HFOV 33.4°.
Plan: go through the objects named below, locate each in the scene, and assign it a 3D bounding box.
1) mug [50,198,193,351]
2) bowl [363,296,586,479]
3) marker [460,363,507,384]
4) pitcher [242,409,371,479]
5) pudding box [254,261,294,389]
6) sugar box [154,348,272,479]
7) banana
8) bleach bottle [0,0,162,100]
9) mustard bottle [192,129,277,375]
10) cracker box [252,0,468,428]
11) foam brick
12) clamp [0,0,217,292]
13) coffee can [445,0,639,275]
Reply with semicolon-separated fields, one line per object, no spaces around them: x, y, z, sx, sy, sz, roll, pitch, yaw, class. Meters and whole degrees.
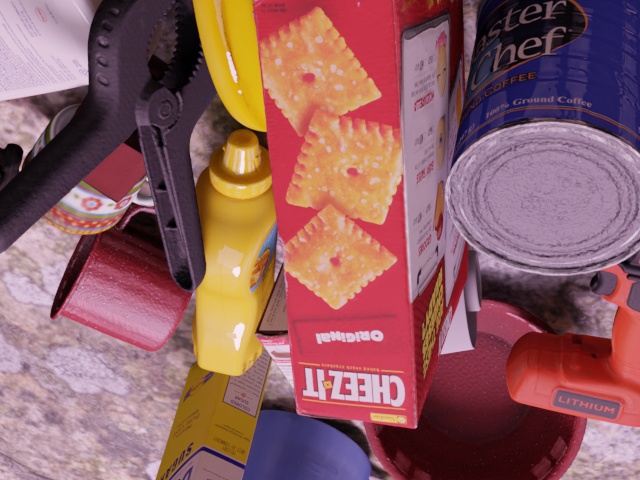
-0.136;0.022;0.782;0.081;0.093;0.117;26;111;-18;mug
0.113;0.115;0.787;0.162;0.055;0.162;2;99;9;bowl
0.145;0.103;0.823;0.121;0.020;0.020;-3;135;20;marker
-0.041;0.281;0.909;0.149;0.242;0.145;1;140;26;pitcher
0.004;0.049;0.739;0.039;0.113;0.090;-9;132;28;pudding box
-0.092;0.165;0.849;0.048;0.176;0.093;31;137;-16;sugar box
-0.044;-0.129;0.590;0.037;0.069;0.198;3;136;18;banana
-0.227;-0.131;0.657;0.251;0.068;0.102;-5;135;26;bleach bottle
-0.055;0.001;0.718;0.058;0.096;0.192;13;139;4;mustard bottle
0.029;-0.040;0.548;0.072;0.164;0.214;4;116;16;cracker box
-0.125;-0.075;0.671;0.053;0.078;0.051;34;137;-19;foam brick
-0.094;-0.070;0.606;0.036;0.210;0.164;19;176;36;clamp
0.124;-0.067;0.552;0.103;0.140;0.103;9;138;8;coffee can
